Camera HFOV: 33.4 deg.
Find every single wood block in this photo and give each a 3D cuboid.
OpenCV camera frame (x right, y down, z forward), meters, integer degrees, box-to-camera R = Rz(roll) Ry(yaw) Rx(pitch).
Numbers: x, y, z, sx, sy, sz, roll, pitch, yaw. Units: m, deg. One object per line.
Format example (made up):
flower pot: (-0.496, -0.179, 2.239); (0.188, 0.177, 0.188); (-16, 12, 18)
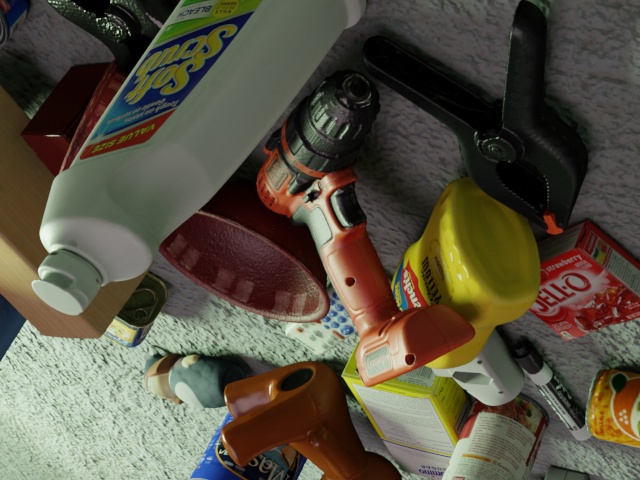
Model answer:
wood block: (-0.245, -0.019, 0.873); (0.090, 0.090, 0.206); (-2, 135, 43)

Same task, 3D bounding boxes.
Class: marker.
marker: (0.190, 0.122, 0.871); (0.020, 0.020, 0.121); (-5, 135, 44)

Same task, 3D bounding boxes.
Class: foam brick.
foam brick: (-0.176, -0.088, 0.805); (0.051, 0.078, 0.053); (2, 140, 35)

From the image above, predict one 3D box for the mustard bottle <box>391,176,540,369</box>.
mustard bottle: (0.090, 0.038, 0.763); (0.058, 0.096, 0.192); (-10, 157, -19)

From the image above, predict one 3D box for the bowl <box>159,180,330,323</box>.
bowl: (-0.056, 0.001, 0.849); (0.162, 0.055, 0.162); (23, 156, 11)

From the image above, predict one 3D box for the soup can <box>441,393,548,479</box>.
soup can: (0.149, 0.188, 0.920); (0.068, 0.102, 0.068); (21, 149, 13)

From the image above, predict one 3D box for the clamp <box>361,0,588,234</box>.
clamp: (0.114, -0.071, 0.630); (0.171, 0.039, 0.120); (42, 153, -26)

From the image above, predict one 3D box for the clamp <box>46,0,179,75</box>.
clamp: (-0.119, -0.150, 0.706); (0.165, 0.036, 0.209); (-6, 135, 44)

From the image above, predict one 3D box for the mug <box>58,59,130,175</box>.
mug: (-0.121, -0.060, 0.711); (0.081, 0.093, 0.117); (25, -167, -10)

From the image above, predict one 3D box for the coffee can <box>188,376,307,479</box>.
coffee can: (-0.069, 0.230, 1.125); (0.103, 0.140, 0.103); (21, 148, 13)

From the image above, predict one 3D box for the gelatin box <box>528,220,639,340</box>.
gelatin box: (0.176, 0.030, 0.735); (0.073, 0.030, 0.089); (38, 148, -14)

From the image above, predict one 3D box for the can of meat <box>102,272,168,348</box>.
can of meat: (-0.210, 0.058, 1.070); (0.102, 0.057, 0.084); (31, 151, -2)

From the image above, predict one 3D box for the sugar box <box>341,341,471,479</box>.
sugar box: (0.095, 0.164, 0.987); (0.093, 0.048, 0.176); (8, 147, 32)

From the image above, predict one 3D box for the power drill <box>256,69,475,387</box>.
power drill: (0.028, -0.004, 0.701); (0.188, 0.057, 0.185); (64, 160, 8)

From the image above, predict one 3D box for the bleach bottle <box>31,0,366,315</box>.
bleach bottle: (-0.070, -0.066, 0.581); (0.103, 0.250, 0.068); (3, 141, 37)
